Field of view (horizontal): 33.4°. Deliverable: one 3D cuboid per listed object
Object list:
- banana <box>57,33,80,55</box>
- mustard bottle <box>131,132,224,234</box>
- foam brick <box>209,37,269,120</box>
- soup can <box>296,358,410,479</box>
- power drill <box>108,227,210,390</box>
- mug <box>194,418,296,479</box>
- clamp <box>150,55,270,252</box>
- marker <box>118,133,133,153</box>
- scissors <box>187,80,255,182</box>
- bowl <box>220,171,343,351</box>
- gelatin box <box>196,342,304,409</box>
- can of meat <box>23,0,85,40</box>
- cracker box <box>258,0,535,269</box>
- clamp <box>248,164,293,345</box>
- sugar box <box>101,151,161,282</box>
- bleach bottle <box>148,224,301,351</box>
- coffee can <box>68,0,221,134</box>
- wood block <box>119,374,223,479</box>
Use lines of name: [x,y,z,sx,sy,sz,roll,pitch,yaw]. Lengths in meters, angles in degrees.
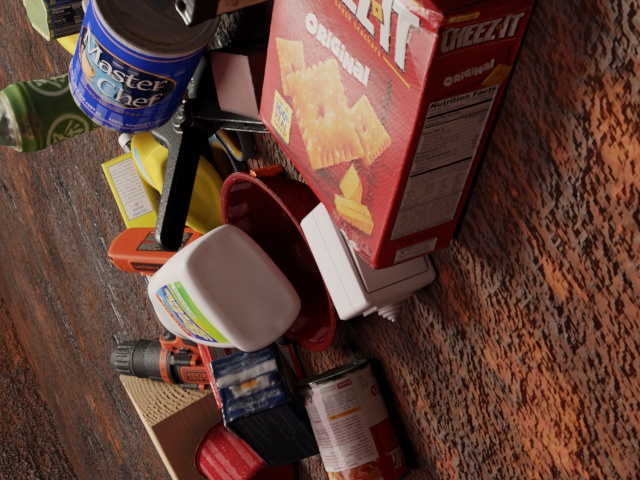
banana: [-0.282,-0.230,1.282,0.198,0.069,0.037,37,104,42]
mustard bottle: [-0.153,-0.073,1.104,0.096,0.058,0.192,54,173,-27]
foam brick: [-0.047,-0.131,0.851,0.078,0.052,0.051,23,129,59]
soup can: [0.027,0.158,0.897,0.069,0.068,0.102,-24,86,67]
power drill: [-0.159,0.075,1.124,0.185,0.057,0.187,0,126,20]
mug: [-0.074,0.256,1.188,0.082,0.093,0.117,40,174,42]
clamp: [-0.104,-0.111,0.962,0.165,0.036,0.210,-38,47,23]
marker: [-0.213,-0.087,1.293,0.121,0.020,0.020,54,152,34]
scissors: [-0.115,-0.122,1.055,0.202,0.016,0.096,46,147,44]
bowl: [-0.016,0.008,0.874,0.162,0.055,0.162,45,151,33]
gelatin box: [-0.069,0.117,1.047,0.030,0.089,0.073,-10,99,67]
can of meat: [-0.291,-0.274,1.236,0.102,0.083,0.057,41,143,50]
cracker box: [0.033,-0.110,0.665,0.164,0.072,0.214,55,152,31]
clamp: [-0.057,0.001,0.995,0.120,0.039,0.171,35,133,47]
sugar box: [-0.184,-0.010,1.207,0.093,0.048,0.176,-4,-107,-82]
bleach bottle: [-0.099,0.055,0.942,0.102,0.068,0.251,51,160,-4]
coffee can: [-0.149,-0.165,0.888,0.103,0.102,0.140,65,153,12]
wood block: [-0.151,0.224,1.258,0.090,0.090,0.206,48,162,40]
